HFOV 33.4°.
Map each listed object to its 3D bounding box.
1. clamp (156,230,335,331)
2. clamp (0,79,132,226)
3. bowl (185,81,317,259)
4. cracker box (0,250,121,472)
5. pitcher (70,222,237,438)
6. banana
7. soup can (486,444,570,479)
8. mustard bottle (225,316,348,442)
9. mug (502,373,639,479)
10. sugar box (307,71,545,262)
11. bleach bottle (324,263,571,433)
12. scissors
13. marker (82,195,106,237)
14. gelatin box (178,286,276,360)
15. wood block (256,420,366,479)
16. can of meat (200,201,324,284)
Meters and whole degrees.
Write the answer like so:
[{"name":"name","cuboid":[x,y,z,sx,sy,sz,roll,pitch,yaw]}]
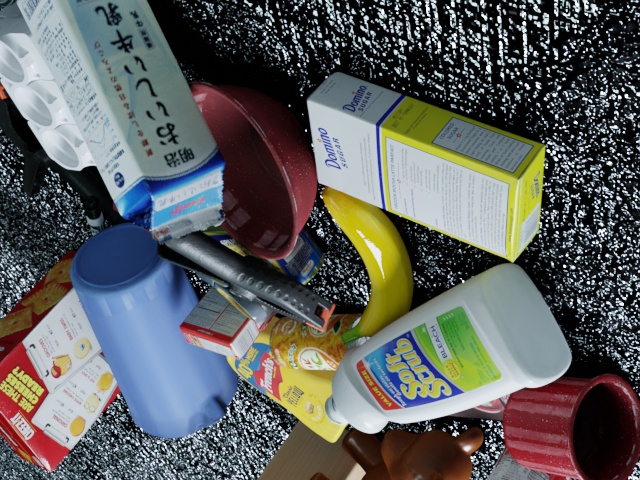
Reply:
[{"name":"clamp","cuboid":[-0.068,0.029,0.924,0.171,0.039,0.120,23,175,1]},{"name":"clamp","cuboid":[-0.280,-0.091,1.128,0.165,0.036,0.210,22,149,23]},{"name":"bowl","cuboid":[-0.052,-0.066,0.880,0.162,0.055,0.162,38,146,32]},{"name":"cracker box","cuboid":[-0.318,0.144,1.299,0.072,0.213,0.164,10,139,39]},{"name":"pitcher","cuboid":[-0.192,0.094,1.184,0.149,0.145,0.243,-5,135,11]},{"name":"banana","cuboid":[0.045,0.026,0.919,0.069,0.037,0.198,-10,133,-3]},{"name":"soup can","cuboid":[0.187,0.229,0.988,0.069,0.102,0.068,27,147,19]},{"name":"mustard bottle","cuboid":[-0.042,0.132,1.145,0.192,0.058,0.096,35,139,8]},{"name":"mug","cuboid":[0.216,0.157,0.893,0.117,0.093,0.082,14,170,-35]},{"name":"sugar box","cuboid":[0.076,-0.056,0.792,0.176,0.048,0.093,27,147,27]},{"name":"bleach bottle","cuboid":[0.089,0.113,0.910,0.251,0.067,0.102,-37,76,45]},{"name":"scissors","cuboid":[-0.120,0.024,1.067,0.202,0.016,0.096,33,162,47]},{"name":"marker","cuboid":[-0.240,-0.014,1.147,0.020,0.020,0.121,32,156,12]},{"name":"gelatin box","cuboid":[-0.089,0.074,1.090,0.073,0.089,0.030,13,142,36]},{"name":"wood block","cuboid":[-0.032,0.310,1.223,0.091,0.205,0.090,26,147,19]},{"name":"can of meat","cuboid":[-0.056,0.001,0.994,0.102,0.057,0.084,-2,133,48]}]
